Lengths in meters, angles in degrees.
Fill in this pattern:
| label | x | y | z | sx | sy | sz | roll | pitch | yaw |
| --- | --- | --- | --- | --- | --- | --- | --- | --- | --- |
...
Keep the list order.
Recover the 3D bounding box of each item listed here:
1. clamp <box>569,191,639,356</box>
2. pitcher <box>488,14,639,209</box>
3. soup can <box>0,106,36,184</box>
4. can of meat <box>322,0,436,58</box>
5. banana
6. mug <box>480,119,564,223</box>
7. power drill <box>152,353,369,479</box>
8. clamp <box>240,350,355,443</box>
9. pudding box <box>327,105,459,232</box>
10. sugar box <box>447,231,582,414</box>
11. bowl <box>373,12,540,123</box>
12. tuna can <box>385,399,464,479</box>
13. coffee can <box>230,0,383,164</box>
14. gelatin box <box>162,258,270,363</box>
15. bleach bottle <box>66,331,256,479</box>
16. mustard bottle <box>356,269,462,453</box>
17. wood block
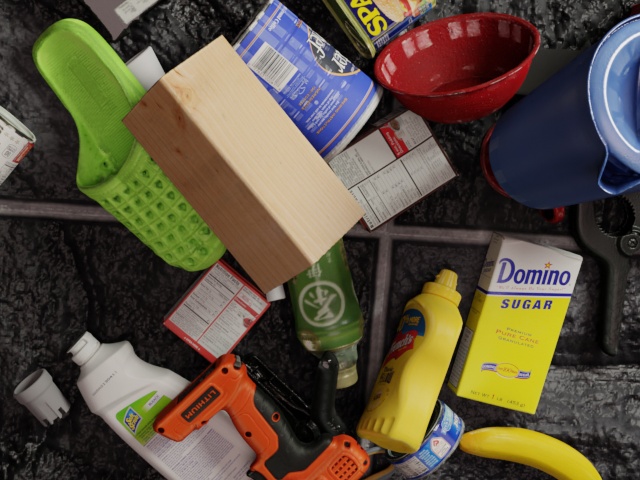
| label | x | y | z | sx | sy | sz | roll | pitch | yaw |
| --- | --- | --- | --- | --- | --- | --- | --- | --- | --- |
| clamp | 0.322 | 0.010 | 1.140 | 0.164 | 0.036 | 0.210 | -40 | 100 | -1 |
| pitcher | 0.242 | -0.104 | 0.915 | 0.149 | 0.243 | 0.145 | -13 | 87 | -14 |
| soup can | -0.329 | -0.078 | 1.017 | 0.068 | 0.068 | 0.102 | 40 | 91 | -12 |
| can of meat | 0.052 | -0.245 | 1.051 | 0.084 | 0.057 | 0.102 | -37 | 102 | -3 |
| banana | 0.245 | 0.248 | 1.168 | 0.197 | 0.037 | 0.069 | 34 | 92 | -12 |
| mug | 0.223 | -0.072 | 1.090 | 0.093 | 0.081 | 0.117 | -19 | 101 | -5 |
| power drill | -0.073 | 0.219 | 1.043 | 0.184 | 0.057 | 0.187 | -45 | 98 | -2 |
| clamp | -0.002 | 0.182 | 1.095 | 0.039 | 0.120 | 0.171 | -43 | 109 | -40 |
| pudding box | 0.071 | -0.075 | 1.091 | 0.113 | 0.039 | 0.090 | -32 | 102 | 0 |
| sugar box | 0.206 | 0.087 | 1.132 | 0.093 | 0.048 | 0.176 | 14 | 98 | -10 |
| bowl | 0.136 | -0.161 | 1.039 | 0.162 | 0.162 | 0.055 | -20 | 124 | -5 |
| tuna can | 0.108 | 0.208 | 1.117 | 0.033 | 0.086 | 0.086 | 44 | 91 | -11 |
| coffee can | -0.025 | -0.152 | 1.031 | 0.140 | 0.103 | 0.103 | 38 | 92 | -12 |
| gelatin box | -0.106 | 0.072 | 1.093 | 0.073 | 0.030 | 0.089 | 40 | 90 | -11 |
| bleach bottle | -0.149 | 0.180 | 1.089 | 0.250 | 0.068 | 0.102 | 44 | 90 | -10 |
| mustard bottle | 0.100 | 0.118 | 1.090 | 0.058 | 0.096 | 0.191 | 26 | 74 | -12 |
| wood block | -0.070 | -0.066 | 0.967 | 0.206 | 0.090 | 0.090 | 50 | 52 | -6 |
